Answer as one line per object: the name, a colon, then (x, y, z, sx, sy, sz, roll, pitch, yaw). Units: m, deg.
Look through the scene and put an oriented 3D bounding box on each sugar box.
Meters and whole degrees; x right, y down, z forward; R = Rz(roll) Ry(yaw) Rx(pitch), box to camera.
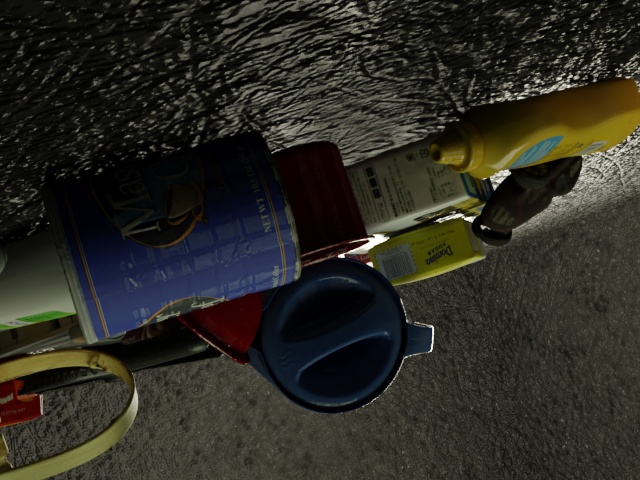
sugar box: (0.110, 0.013, 1.048, 0.093, 0.048, 0.176, -19, 173, 12)

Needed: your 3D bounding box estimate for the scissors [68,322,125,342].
scissors: (-0.179, 0.080, 1.013, 0.096, 0.016, 0.201, -17, 174, 4)

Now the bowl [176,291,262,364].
bowl: (-0.096, 0.020, 0.812, 0.055, 0.162, 0.162, -47, 173, 0)

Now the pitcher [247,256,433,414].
pitcher: (-0.013, 0.077, 1.010, 0.145, 0.149, 0.243, -43, -166, -12)

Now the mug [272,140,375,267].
mug: (-0.014, -0.024, 0.827, 0.093, 0.081, 0.117, -18, 174, 0)

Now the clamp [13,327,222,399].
clamp: (-0.195, 0.117, 1.036, 0.210, 0.036, 0.165, -11, 170, -8)

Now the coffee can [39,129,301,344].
coffee can: (-0.095, -0.003, 0.679, 0.140, 0.103, 0.103, -17, 174, -12)

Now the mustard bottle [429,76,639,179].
mustard bottle: (0.170, -0.089, 0.883, 0.191, 0.058, 0.096, -15, 172, -30)

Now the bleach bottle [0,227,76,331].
bleach bottle: (-0.285, 0.051, 0.833, 0.251, 0.068, 0.102, -17, 174, 13)
